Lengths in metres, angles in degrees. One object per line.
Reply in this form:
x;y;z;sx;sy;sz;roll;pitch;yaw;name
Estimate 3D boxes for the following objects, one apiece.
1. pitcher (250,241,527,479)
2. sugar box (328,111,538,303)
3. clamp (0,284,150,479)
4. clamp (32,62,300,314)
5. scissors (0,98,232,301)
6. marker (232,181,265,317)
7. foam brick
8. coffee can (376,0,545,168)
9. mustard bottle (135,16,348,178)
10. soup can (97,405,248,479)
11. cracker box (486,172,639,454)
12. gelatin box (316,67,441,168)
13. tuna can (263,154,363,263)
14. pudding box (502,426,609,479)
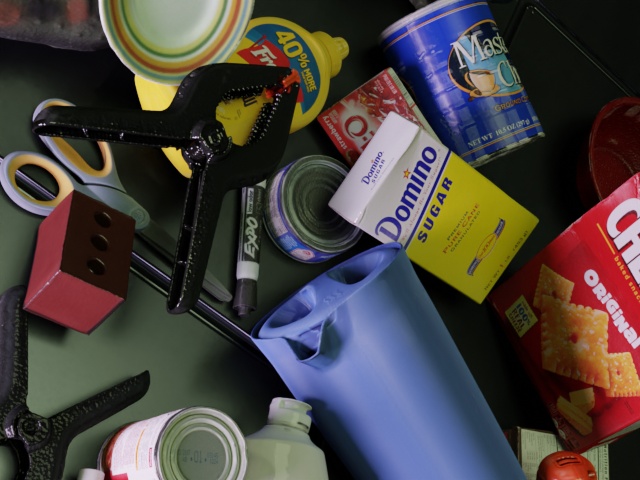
0.067;0.128;0.825;0.149;0.145;0.243;-36;100;-22;pitcher
0.097;-0.023;0.879;0.176;0.048;0.093;30;96;-42;sugar box
-0.201;0.115;0.705;0.120;0.039;0.171;41;52;-6;clamp
-0.082;-0.057;0.764;0.209;0.036;0.164;-35;100;-37;clamp
-0.155;-0.012;0.785;0.096;0.016;0.202;-39;98;-33;scissors
-0.056;0.001;0.842;0.020;0.020;0.121;14;69;-29;marker
-0.164;0.015;0.732;0.053;0.051;0.078;27;39;-29;foam brick
0.124;-0.136;0.946;0.102;0.103;0.140;-22;88;-35;coffee can
-0.049;-0.127;0.861;0.191;0.058;0.096;-30;94;-35;mustard bottle
-0.100;0.150;0.718;0.068;0.102;0.068;10;70;-30;soup can
0.251;0.063;0.879;0.071;0.214;0.164;-12;67;-34;cracker box
0.052;-0.089;0.904;0.089;0.073;0.030;56;18;-5;gelatin box
-0.004;-0.026;0.874;0.086;0.034;0.086;10;70;-30;tuna can
0.202;0.214;0.930;0.113;0.039;0.090;15;66;-31;pudding box
